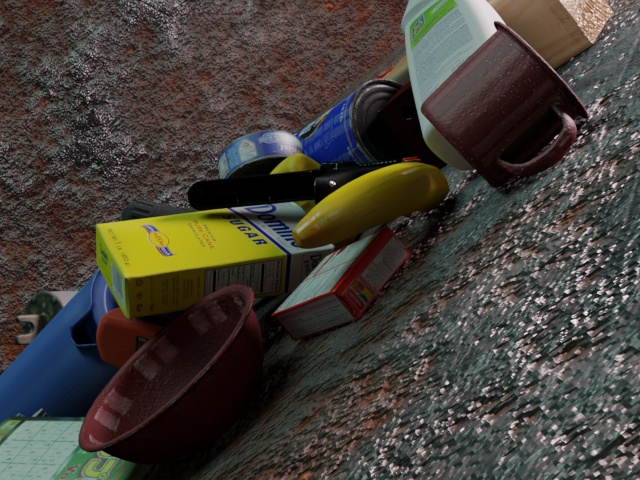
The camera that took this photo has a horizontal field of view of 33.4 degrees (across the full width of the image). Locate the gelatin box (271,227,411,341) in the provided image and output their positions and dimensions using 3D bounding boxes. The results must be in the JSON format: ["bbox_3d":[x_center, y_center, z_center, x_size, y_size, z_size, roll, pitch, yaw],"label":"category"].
[{"bbox_3d":[0.015,0.034,0.777,0.073,0.030,0.089,-48,12,-34],"label":"gelatin box"}]

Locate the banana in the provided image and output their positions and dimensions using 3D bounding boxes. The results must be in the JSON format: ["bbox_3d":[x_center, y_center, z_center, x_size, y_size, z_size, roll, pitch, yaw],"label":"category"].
[{"bbox_3d":[0.051,-0.028,0.792,0.070,0.037,0.197,-51,-18,24],"label":"banana"}]

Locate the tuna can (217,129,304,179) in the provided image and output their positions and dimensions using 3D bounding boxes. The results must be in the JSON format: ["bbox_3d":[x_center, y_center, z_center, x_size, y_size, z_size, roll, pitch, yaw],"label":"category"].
[{"bbox_3d":[-0.055,-0.069,1.024,0.086,0.034,0.086,-12,-27,-6],"label":"tuna can"}]

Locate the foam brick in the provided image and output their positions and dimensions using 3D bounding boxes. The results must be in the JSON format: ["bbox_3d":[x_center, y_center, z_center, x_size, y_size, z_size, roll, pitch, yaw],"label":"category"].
[{"bbox_3d":[0.101,-0.111,0.984,0.053,0.078,0.051,-37,9,34],"label":"foam brick"}]

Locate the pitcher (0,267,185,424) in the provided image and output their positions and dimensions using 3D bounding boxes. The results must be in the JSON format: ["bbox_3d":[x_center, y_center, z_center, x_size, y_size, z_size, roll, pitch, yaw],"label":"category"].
[{"bbox_3d":[-0.219,0.131,1.022,0.243,0.149,0.145,-39,27,30],"label":"pitcher"}]

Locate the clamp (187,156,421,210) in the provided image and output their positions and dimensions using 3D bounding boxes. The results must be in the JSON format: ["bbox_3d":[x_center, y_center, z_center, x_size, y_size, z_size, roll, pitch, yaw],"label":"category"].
[{"bbox_3d":[0.005,-0.047,0.893,0.165,0.036,0.209,2,9,40],"label":"clamp"}]

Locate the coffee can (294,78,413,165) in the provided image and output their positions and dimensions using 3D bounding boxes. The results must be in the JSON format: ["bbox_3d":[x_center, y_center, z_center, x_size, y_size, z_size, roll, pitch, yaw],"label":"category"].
[{"bbox_3d":[0.033,-0.086,1.065,0.102,0.103,0.141,-47,11,-37],"label":"coffee can"}]

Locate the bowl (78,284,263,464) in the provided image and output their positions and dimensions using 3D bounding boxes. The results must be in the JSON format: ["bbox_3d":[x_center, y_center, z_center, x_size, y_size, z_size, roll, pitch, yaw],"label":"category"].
[{"bbox_3d":[-0.094,0.105,0.758,0.162,0.055,0.162,-37,16,12],"label":"bowl"}]

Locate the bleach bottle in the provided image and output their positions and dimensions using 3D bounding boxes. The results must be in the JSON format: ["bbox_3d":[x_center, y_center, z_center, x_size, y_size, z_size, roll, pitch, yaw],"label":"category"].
[{"bbox_3d":[0.121,-0.171,0.918,0.103,0.068,0.251,-38,33,26],"label":"bleach bottle"}]

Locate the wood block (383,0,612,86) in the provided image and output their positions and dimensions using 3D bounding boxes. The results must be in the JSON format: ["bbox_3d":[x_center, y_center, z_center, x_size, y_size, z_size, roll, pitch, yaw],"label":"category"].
[{"bbox_3d":[0.167,-0.186,1.042,0.207,0.090,0.090,-33,12,40],"label":"wood block"}]

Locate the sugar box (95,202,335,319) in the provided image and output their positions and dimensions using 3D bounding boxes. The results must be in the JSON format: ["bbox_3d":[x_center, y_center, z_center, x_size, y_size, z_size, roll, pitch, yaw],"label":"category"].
[{"bbox_3d":[-0.086,0.012,0.871,0.176,0.048,0.093,-11,33,-22],"label":"sugar box"}]

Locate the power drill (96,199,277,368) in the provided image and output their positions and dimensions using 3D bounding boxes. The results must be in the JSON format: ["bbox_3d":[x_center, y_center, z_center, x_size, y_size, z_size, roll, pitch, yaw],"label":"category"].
[{"bbox_3d":[-0.117,0.038,0.920,0.187,0.184,0.057,-61,-18,-50],"label":"power drill"}]

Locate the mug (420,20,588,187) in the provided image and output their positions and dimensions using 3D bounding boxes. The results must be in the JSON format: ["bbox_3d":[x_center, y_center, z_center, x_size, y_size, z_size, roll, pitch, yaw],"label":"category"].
[{"bbox_3d":[0.130,-0.085,0.737,0.081,0.093,0.117,-44,44,9],"label":"mug"}]
